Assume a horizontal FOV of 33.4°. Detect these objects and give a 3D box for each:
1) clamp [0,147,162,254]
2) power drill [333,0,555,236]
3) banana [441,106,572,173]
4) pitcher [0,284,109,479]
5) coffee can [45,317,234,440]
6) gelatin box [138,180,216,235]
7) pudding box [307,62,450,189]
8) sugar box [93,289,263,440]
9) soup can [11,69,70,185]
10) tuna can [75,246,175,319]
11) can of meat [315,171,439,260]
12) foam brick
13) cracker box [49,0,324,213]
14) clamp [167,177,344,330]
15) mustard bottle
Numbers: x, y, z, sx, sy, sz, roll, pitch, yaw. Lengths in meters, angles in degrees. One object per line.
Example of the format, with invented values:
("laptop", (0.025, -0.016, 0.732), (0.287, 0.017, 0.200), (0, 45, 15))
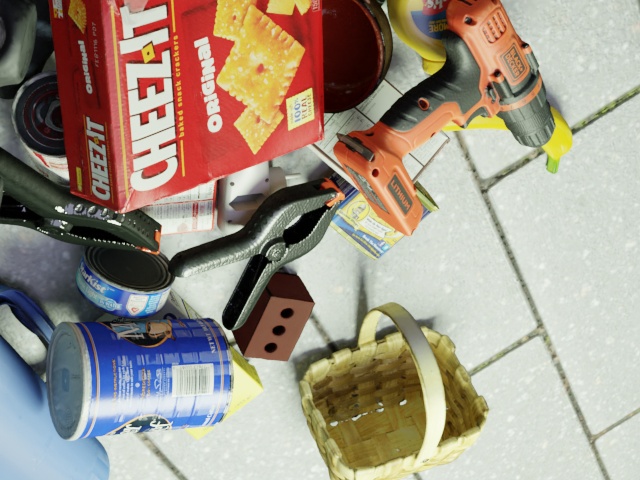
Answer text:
("clamp", (-0.230, -0.025, 0.886), (0.165, 0.036, 0.209), (-11, 157, 43))
("power drill", (0.112, -0.095, 0.908), (0.187, 0.057, 0.184), (-46, 133, -7))
("banana", (0.187, -0.114, 1.057), (0.197, 0.037, 0.070), (15, 115, -32))
("pitcher", (-0.293, 0.165, 0.988), (0.149, 0.145, 0.242), (-24, 135, 8))
("coffee can", (-0.163, 0.122, 0.957), (0.140, 0.103, 0.103), (0, 123, -31))
("gelatin box", (-0.139, -0.043, 0.964), (0.089, 0.030, 0.073), (-6, 124, -19))
("pudding box", (0.047, -0.094, 0.962), (0.113, 0.039, 0.090), (40, 89, -2))
("sugar box", (-0.143, 0.121, 1.068), (0.093, 0.048, 0.176), (-38, 131, 4))
("soup can", (-0.203, -0.086, 0.846), (0.068, 0.068, 0.102), (-21, 173, -10))
("tuna can", (-0.176, 0.033, 0.964), (0.086, 0.086, 0.034), (8, 121, -29))
("can of meat", (0.052, -0.038, 1.037), (0.084, 0.057, 0.102), (-43, 129, 11))
("foam brick", (-0.050, 0.076, 1.075), (0.052, 0.051, 0.078), (9, 119, -29))
("cracker box", (-0.090, -0.131, 0.805), (0.213, 0.072, 0.164), (-25, 124, -41))
("clamp", (-0.056, 0.001, 0.968), (0.171, 0.039, 0.120), (-47, 146, 3))
("mustard bottle", (0.102, -0.219, 0.911), (0.096, 0.058, 0.191), (-18, 120, -19))
